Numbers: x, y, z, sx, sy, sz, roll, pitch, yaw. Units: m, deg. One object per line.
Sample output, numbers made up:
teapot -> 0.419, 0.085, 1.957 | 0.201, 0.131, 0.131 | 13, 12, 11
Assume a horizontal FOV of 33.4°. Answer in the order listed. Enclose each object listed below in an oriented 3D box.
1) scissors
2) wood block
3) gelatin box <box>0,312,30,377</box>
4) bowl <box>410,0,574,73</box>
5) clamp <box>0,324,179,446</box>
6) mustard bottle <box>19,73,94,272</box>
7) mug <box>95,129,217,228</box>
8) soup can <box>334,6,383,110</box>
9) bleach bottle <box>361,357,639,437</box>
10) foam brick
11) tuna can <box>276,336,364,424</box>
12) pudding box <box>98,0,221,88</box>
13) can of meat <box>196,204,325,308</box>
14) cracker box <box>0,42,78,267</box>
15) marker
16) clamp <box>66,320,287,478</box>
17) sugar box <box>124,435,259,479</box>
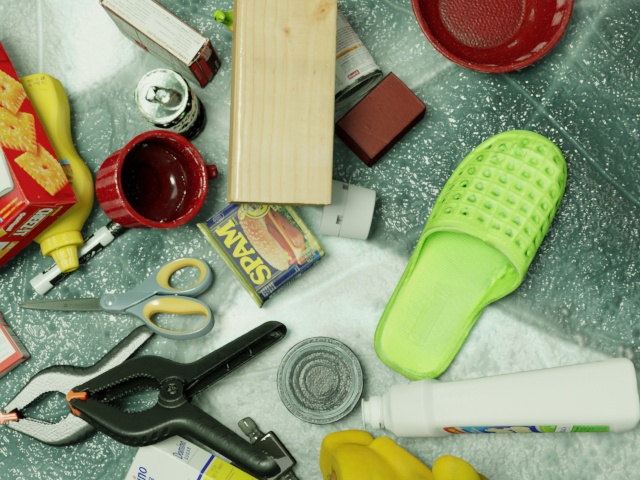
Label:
scissors -> -0.193, 0.047, 1.058 | 0.202, 0.016, 0.096 | 12, 62, 16
wood block -> -0.037, -0.135, 0.973 | 0.090, 0.091, 0.206 | 2, 91, -7
gelatin box -> -0.343, 0.100, 1.052 | 0.073, 0.030, 0.089 | -36, 84, -1
bowl -> 0.166, -0.241, 1.060 | 0.162, 0.055, 0.162 | 0, 87, -3
clamp -> -0.222, 0.164, 1.038 | 0.171, 0.039, 0.120 | -21, 79, -4
mustard bottle -> -0.274, -0.060, 1.047 | 0.096, 0.058, 0.191 | -22, 80, 9
mug -> -0.156, -0.057, 1.032 | 0.117, 0.082, 0.093 | -16, 94, -30
soup can -> 0.007, -0.188, 1.056 | 0.068, 0.068, 0.102 | -33, 85, -2
bleach bottle -> 0.166, 0.155, 1.009 | 0.251, 0.102, 0.068 | -5, 75, 7
foam brick -> 0.059, -0.119, 1.055 | 0.078, 0.053, 0.051 | -43, 84, -4
tuna can -> 0.000, 0.136, 1.038 | 0.086, 0.034, 0.086 | 0, 84, 1
pudding box -> -0.156, -0.204, 1.051 | 0.113, 0.090, 0.039 | 34, 86, 5
can of meat -> -0.057, 0.001, 1.043 | 0.084, 0.057, 0.102 | -37, 85, -6
cracker box -> -0.340, -0.082, 1.007 | 0.164, 0.072, 0.214 | -36, 74, 28
marker -> -0.236, 0.011, 1.064 | 0.121, 0.020, 0.020 | -37, 84, -3
clamp -> -0.129, 0.154, 0.984 | 0.210, 0.036, 0.164 | -8, 48, 0
sugar box -> -0.101, 0.257, 1.008 | 0.176, 0.048, 0.093 | 29, 110, 6
